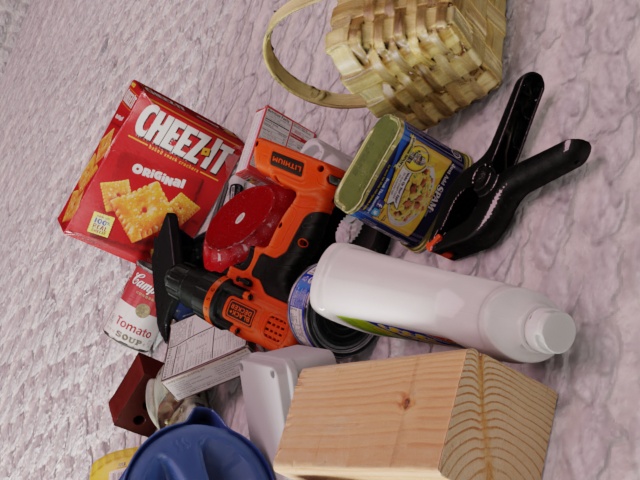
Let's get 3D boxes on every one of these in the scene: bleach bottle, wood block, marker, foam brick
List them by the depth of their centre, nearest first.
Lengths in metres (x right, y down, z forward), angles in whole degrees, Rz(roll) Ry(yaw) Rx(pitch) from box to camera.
[{"bbox_3d":[0.063,0.144,0.796,0.207,0.090,0.090,-16,51,55],"label":"wood block"},{"bbox_3d":[0.093,0.051,0.811,0.251,0.102,0.068,7,77,62],"label":"bleach bottle"},{"bbox_3d":[-0.210,0.185,1.275,0.078,0.053,0.051,-59,27,10],"label":"foam brick"},{"bbox_3d":[-0.108,-0.031,1.324,0.020,0.020,0.121,-39,36,39],"label":"marker"}]

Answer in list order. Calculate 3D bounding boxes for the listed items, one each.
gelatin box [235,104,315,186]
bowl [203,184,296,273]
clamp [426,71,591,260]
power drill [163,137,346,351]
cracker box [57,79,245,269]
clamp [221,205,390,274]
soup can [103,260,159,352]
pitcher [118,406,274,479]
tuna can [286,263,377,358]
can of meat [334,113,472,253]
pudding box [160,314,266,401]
[{"bbox_3d":[-0.051,-0.100,1.227,0.030,0.073,0.089,-19,50,54],"label":"gelatin box"},{"bbox_3d":[-0.072,-0.008,1.149,0.162,0.055,0.162,-28,34,21],"label":"bowl"},{"bbox_3d":[0.150,-0.045,0.869,0.172,0.039,0.120,-60,22,19],"label":"clamp"},{"bbox_3d":[-0.057,0.001,1.023,0.185,0.057,0.188,22,94,33],"label":"power drill"},{"bbox_3d":[-0.221,-0.076,1.404,0.214,0.164,0.072,-59,29,8],"label":"cracker box"},{"bbox_3d":[0.008,0.025,1.029,0.210,0.036,0.165,-45,57,13],"label":"clamp"},{"bbox_3d":[-0.229,0.085,1.379,0.102,0.068,0.069,-63,27,2],"label":"soup can"},{"bbox_3d":[-0.139,0.266,0.961,0.149,0.145,0.243,-38,-6,-32],"label":"pitcher"},{"bbox_3d":[0.015,0.062,0.956,0.034,0.086,0.086,11,76,60],"label":"tuna can"},{"bbox_3d":[0.073,-0.052,0.959,0.102,0.083,0.057,-61,27,5],"label":"can of meat"},{"bbox_3d":[-0.111,0.111,1.133,0.114,0.039,0.090,-25,35,20],"label":"pudding box"}]
